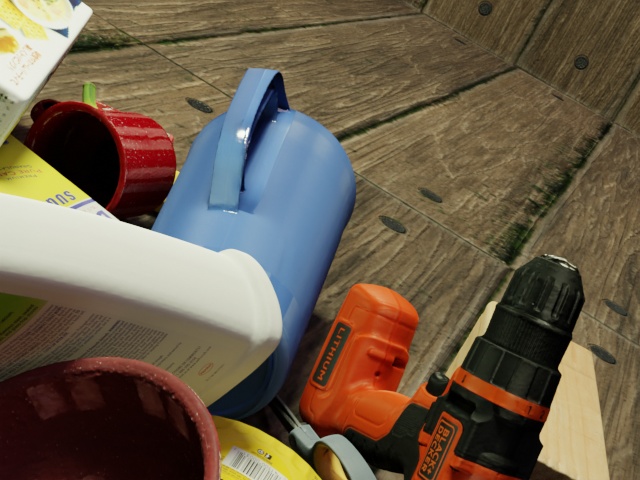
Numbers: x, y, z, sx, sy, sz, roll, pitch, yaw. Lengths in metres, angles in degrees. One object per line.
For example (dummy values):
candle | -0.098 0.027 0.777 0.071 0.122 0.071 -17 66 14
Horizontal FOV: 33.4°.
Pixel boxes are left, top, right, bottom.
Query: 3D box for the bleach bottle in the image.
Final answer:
bleach bottle | -0.132 0.019 0.467 0.250 0.103 0.068 26 31 -49

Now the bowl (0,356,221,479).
bowl | -0.106 0.122 0.415 0.162 0.055 0.162 -14 38 10

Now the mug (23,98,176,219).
mug | -0.170 -0.064 0.803 0.117 0.093 0.081 42 20 16

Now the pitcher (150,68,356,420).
pitcher | -0.055 0.001 0.709 0.149 0.145 0.242 47 24 -15

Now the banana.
banana | -0.125 -0.055 0.880 0.197 0.069 0.037 32 -15 -9

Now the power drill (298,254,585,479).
power drill | 0.063 0.081 0.622 0.057 0.184 0.188 25 0 -24

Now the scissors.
scissors | -0.002 0.139 0.627 0.016 0.096 0.202 -17 7 -16
